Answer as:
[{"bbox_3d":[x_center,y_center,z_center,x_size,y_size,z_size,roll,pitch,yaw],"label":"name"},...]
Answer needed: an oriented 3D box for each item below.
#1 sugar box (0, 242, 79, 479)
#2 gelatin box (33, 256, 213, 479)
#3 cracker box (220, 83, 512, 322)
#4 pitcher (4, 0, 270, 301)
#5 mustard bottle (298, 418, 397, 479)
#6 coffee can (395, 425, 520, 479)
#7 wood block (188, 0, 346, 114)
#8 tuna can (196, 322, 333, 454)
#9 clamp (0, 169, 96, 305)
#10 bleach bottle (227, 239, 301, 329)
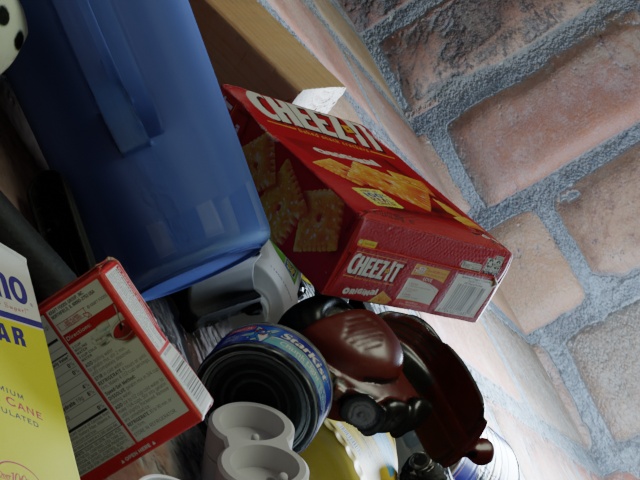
[{"bbox_3d":[-0.145,0.065,0.427,0.093,0.048,0.176,41,22,-54],"label":"sugar box"},{"bbox_3d":[-0.107,0.064,0.515,0.089,0.073,0.030,56,12,-6],"label":"gelatin box"},{"bbox_3d":[0.021,-0.032,0.817,0.163,0.072,0.214,12,24,-40],"label":"cracker box"},{"bbox_3d":[-0.125,-0.090,0.663,0.148,0.145,0.243,-17,82,-49],"label":"pitcher"},{"bbox_3d":[0.017,0.157,0.813,0.096,0.058,0.191,54,11,10],"label":"mustard bottle"},{"bbox_3d":[0.113,0.200,0.985,0.140,0.103,0.103,44,19,-50],"label":"coffee can"},{"bbox_3d":[-0.090,-0.170,0.953,0.206,0.091,0.090,46,26,13],"label":"wood block"},{"bbox_3d":[-0.037,0.097,0.676,0.086,0.086,0.033,57,23,-6],"label":"tuna can"},{"bbox_3d":[-0.133,0.034,0.565,0.171,0.039,0.120,60,14,7],"label":"clamp"},{"bbox_3d":[-0.056,0.001,0.902,0.102,0.068,0.250,54,15,-18],"label":"bleach bottle"}]
